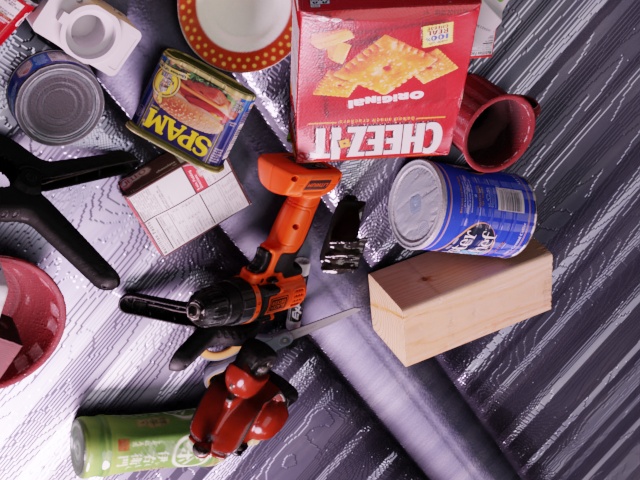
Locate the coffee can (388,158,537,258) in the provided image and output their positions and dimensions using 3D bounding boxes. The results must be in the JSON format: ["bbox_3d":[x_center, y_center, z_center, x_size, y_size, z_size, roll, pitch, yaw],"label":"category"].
[{"bbox_3d":[0.164,-0.035,1.233,0.140,0.103,0.103,5,116,-31],"label":"coffee can"}]

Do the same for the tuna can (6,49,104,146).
[{"bbox_3d":[-0.245,-0.131,0.992,0.086,0.034,0.086,-14,125,-21],"label":"tuna can"}]

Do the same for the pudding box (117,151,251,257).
[{"bbox_3d":[-0.139,-0.048,1.101,0.113,0.039,0.090,-30,130,-7],"label":"pudding box"}]

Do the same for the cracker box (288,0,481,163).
[{"bbox_3d":[0.055,-0.166,1.024,0.164,0.072,0.214,-3,145,-5],"label":"cracker box"}]

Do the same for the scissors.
[{"bbox_3d":[-0.059,0.105,1.238,0.202,0.016,0.096,-34,124,6],"label":"scissors"}]

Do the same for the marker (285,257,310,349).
[{"bbox_3d":[-0.029,0.076,1.252,0.020,0.020,0.121,-6,122,-26],"label":"marker"}]

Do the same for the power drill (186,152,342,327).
[{"bbox_3d":[-0.057,0.001,1.126,0.184,0.057,0.188,-12,128,-58],"label":"power drill"}]

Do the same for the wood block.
[{"bbox_3d":[0.172,0.062,1.307,0.205,0.091,0.090,-19,126,-17],"label":"wood block"}]

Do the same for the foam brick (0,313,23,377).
[{"bbox_3d":[-0.331,0.092,1.002,0.078,0.053,0.051,27,104,-39],"label":"foam brick"}]

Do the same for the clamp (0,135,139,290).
[{"bbox_3d":[-0.267,-0.054,0.993,0.209,0.164,0.036,24,134,-16],"label":"clamp"}]

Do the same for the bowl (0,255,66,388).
[{"bbox_3d":[-0.338,0.072,1.056,0.161,0.055,0.162,-14,125,-21],"label":"bowl"}]

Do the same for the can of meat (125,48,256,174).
[{"bbox_3d":[-0.122,-0.125,1.027,0.102,0.057,0.084,29,104,2],"label":"can of meat"}]

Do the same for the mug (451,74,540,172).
[{"bbox_3d":[0.189,-0.139,1.194,0.117,0.082,0.093,-22,127,-15],"label":"mug"}]

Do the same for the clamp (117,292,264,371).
[{"bbox_3d":[-0.122,0.095,1.153,0.171,0.120,0.039,-2,130,-34],"label":"clamp"}]
